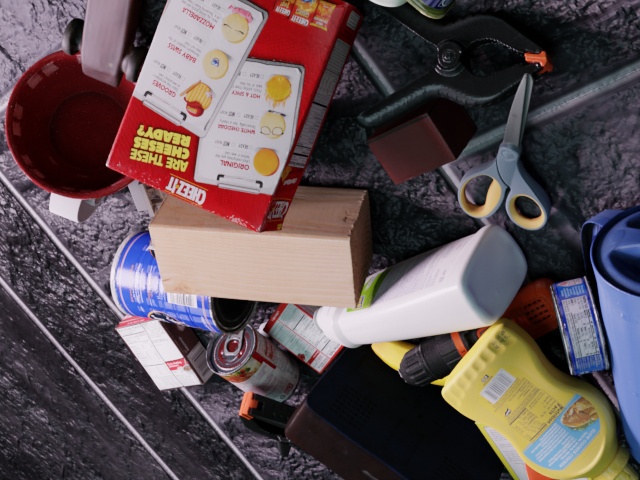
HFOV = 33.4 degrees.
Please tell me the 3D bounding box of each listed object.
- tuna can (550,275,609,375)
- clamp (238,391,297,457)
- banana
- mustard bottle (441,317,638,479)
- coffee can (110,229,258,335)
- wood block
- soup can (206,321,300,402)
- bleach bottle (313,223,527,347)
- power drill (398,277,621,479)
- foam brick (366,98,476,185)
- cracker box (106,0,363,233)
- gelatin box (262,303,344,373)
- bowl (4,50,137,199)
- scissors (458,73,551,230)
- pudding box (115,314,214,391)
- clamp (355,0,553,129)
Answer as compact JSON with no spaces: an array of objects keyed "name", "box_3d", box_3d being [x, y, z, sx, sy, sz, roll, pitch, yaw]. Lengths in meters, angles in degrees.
[{"name":"tuna can","box_3d":[0.231,0.077,0.955,0.034,0.086,0.086,-13,120,10]},{"name":"clamp","box_3d":[-0.037,0.231,1.293,0.165,0.036,0.209,-8,150,41]},{"name":"banana","box_3d":[0.143,0.123,1.137,0.198,0.037,0.069,-15,88,38]},{"name":"mustard bottle","box_3d":[0.214,0.165,0.992,0.191,0.058,0.096,38,107,4]},{"name":"coffee can","box_3d":[-0.153,0.046,1.221,0.140,0.102,0.103,8,129,29]},{"name":"wood block","box_3d":[-0.057,0.001,1.093,0.206,0.090,0.091,4,129,15]},{"name":"soup can","box_3d":[-0.077,0.145,1.253,0.069,0.068,0.102,-2,151,35]},{"name":"bleach bottle","box_3d":[0.085,0.057,1.086,0.251,0.102,0.068,-18,117,49]},{"name":"power drill","box_3d":[0.193,0.150,1.056,0.185,0.057,0.187,-31,97,25]},{"name":"foam brick","box_3d":[0.092,-0.095,0.972,0.078,0.052,0.051,-22,111,44]},{"name":"cracker box","box_3d":[-0.076,-0.135,0.963,0.164,0.072,0.214,24,98,16]},{"name":"gelatin box","box_3d":[-0.013,0.102,1.227,0.089,0.030,0.073,36,136,2]},{"name":"bowl","box_3d":[-0.249,-0.121,1.138,0.162,0.162,0.055,40,174,-2]},{"name":"scissors","box_3d":[0.181,-0.067,0.934,0.096,0.016,0.202,28,150,0]},{"name":"pudding box","box_3d":[-0.199,0.139,1.377,0.090,0.039,0.113,-14,115,41]},{"name":"clamp","box_3d":[0.107,-0.162,0.902,0.172,0.039,0.120,-5,94,20]}]
